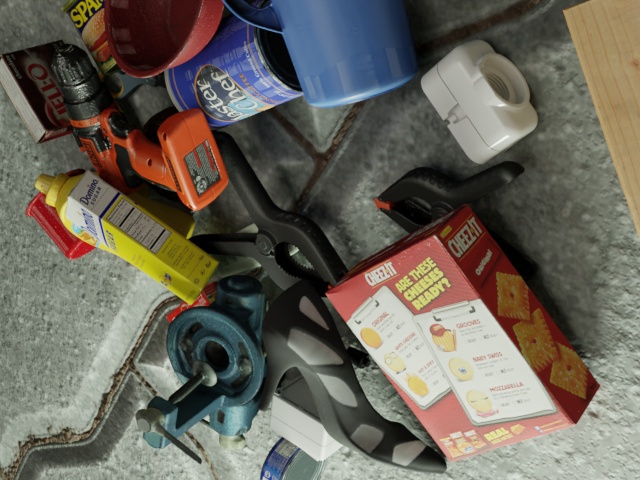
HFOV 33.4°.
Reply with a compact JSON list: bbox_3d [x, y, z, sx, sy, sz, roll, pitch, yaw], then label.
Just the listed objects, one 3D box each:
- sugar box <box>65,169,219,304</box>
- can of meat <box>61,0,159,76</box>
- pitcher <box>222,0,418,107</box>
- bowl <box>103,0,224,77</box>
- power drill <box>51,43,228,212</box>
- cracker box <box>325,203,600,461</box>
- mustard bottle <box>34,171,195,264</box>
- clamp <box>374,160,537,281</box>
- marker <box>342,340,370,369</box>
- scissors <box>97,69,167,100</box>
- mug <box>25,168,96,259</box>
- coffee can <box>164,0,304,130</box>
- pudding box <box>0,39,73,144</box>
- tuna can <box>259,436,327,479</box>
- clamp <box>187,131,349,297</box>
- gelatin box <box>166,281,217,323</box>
[{"bbox_3d":[-0.199,-0.001,1.181,0.176,0.048,0.093,33,160,-4],"label":"sugar box"},{"bbox_3d":[-0.212,-0.232,1.118,0.102,0.057,0.084,-28,92,45],"label":"can of meat"},{"bbox_3d":[-0.005,-0.244,0.949,0.149,0.144,0.243,-6,108,39],"label":"pitcher"},{"bbox_3d":[-0.140,-0.231,1.024,0.162,0.055,0.162,-7,81,45],"label":"bowl"},{"bbox_3d":[-0.190,-0.113,1.105,0.188,0.057,0.184,19,142,40],"label":"power drill"},{"bbox_3d":[0.131,0.091,1.004,0.213,0.072,0.164,54,137,-5],"label":"cracker box"},{"bbox_3d":[-0.249,-0.029,1.265,0.191,0.058,0.096,26,135,-2],"label":"mustard bottle"},{"bbox_3d":[0.129,-0.019,1.003,0.172,0.039,0.120,6,118,46],"label":"clamp"},{"bbox_3d":[0.005,0.110,1.184,0.121,0.020,0.020,27,125,30],"label":"marker"},{"bbox_3d":[-0.201,-0.176,1.237,0.202,0.016,0.096,39,132,22],"label":"scissors"},{"bbox_3d":[-0.312,-0.028,1.360,0.081,0.093,0.117,50,164,6],"label":"mug"},{"bbox_3d":[-0.073,-0.177,1.063,0.141,0.102,0.103,-14,99,44],"label":"coffee can"},{"bbox_3d":[-0.329,-0.181,1.294,0.039,0.089,0.113,-40,81,45],"label":"pudding box"},{"bbox_3d":[-0.031,0.263,1.239,0.034,0.085,0.086,26,125,32],"label":"tuna can"},{"bbox_3d":[-0.057,0.001,1.138,0.210,0.036,0.165,39,135,13],"label":"clamp"},{"bbox_3d":[-0.141,0.102,1.301,0.089,0.030,0.073,-36,84,44],"label":"gelatin box"}]
